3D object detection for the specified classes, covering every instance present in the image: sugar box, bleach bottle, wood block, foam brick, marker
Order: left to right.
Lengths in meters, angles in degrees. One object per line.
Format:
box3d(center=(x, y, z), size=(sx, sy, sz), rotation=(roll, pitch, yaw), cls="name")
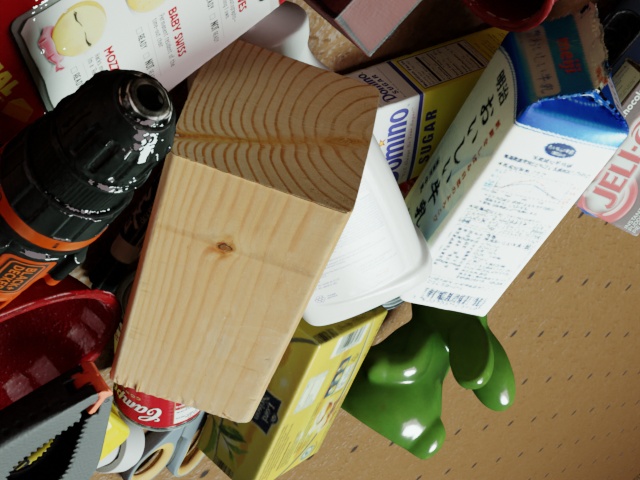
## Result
box3d(center=(-0.105, -0.015, 0.650), size=(0.121, 0.020, 0.020), rotation=(-53, 151, 17), cls="marker")
box3d(center=(-0.047, 0.004, 0.580), size=(0.206, 0.090, 0.090), rotation=(116, -9, -49), cls="wood block")
box3d(center=(-0.008, -0.056, 0.635), size=(0.102, 0.068, 0.250), rotation=(-25, 136, -2), cls="bleach bottle")
box3d(center=(0.010, -0.145, 0.561), size=(0.051, 0.078, 0.053), rotation=(-48, 154, 6), cls="foam brick")
box3d(center=(0.081, -0.093, 0.759), size=(0.175, 0.048, 0.093), rotation=(-26, 150, -33), cls="sugar box")

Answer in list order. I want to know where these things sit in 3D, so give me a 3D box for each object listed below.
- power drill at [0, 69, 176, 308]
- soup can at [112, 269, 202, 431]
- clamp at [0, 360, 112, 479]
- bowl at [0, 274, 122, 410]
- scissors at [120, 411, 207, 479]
box3d(center=(-0.169, -0.027, 0.403), size=(0.187, 0.057, 0.185), rotation=(14, 147, -35), cls="power drill")
box3d(center=(-0.105, 0.072, 0.717), size=(0.068, 0.069, 0.102), rotation=(-26, 147, -30), cls="soup can")
box3d(center=(-0.200, 0.155, 0.623), size=(0.164, 0.036, 0.210), rotation=(17, 115, -52), cls="clamp")
box3d(center=(-0.190, 0.057, 0.577), size=(0.162, 0.055, 0.162), rotation=(-34, 164, -12), cls="bowl")
box3d(center=(-0.111, 0.134, 0.849), size=(0.096, 0.016, 0.202), rotation=(-25, 147, -34), cls="scissors")
